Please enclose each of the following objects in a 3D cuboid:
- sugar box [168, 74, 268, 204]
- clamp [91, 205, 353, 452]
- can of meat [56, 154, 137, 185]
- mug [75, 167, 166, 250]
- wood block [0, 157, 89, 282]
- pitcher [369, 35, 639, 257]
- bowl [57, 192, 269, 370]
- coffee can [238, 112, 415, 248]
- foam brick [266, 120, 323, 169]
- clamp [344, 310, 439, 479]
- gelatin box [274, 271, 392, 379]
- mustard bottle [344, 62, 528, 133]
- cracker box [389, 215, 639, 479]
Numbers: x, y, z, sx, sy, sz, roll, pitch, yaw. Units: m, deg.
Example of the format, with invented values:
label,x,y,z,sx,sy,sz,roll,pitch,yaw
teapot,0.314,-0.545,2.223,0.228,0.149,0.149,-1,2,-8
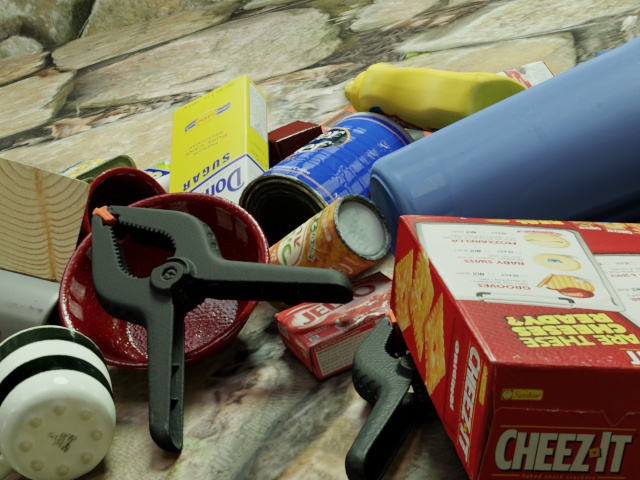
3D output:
label,x,y,z,sx,sy,sz,roll,pitch,yaw
sugar box,-0.097,-0.071,1.017,0.093,0.048,0.176,-25,43,21
clamp,-0.103,0.042,0.740,0.210,0.036,0.164,30,65,34
can of meat,-0.276,-0.059,1.252,0.084,0.057,0.101,-1,24,42
mug,-0.201,-0.004,1.009,0.082,0.093,0.117,-18,55,53
wood block,-0.287,-0.012,0.976,0.090,0.091,0.206,16,-10,-25
pitcher,0.169,-0.045,0.788,0.242,0.145,0.149,-23,9,-7
bowl,-0.111,0.041,0.804,0.162,0.055,0.162,-7,51,8
coffee can,0.012,-0.036,0.896,0.103,0.103,0.140,0,25,37
foam brick,-0.022,-0.075,1.063,0.051,0.078,0.053,-26,22,-21
clamp,0.053,0.089,0.623,0.120,0.039,0.172,-9,18,-15
gelatin box,0.021,0.058,0.748,0.089,0.030,0.073,-21,20,-14
mustard bottle,0.090,-0.121,0.930,0.096,0.058,0.192,12,4,-42
cracker box,0.136,0.051,0.562,0.164,0.072,0.214,2,19,-7
